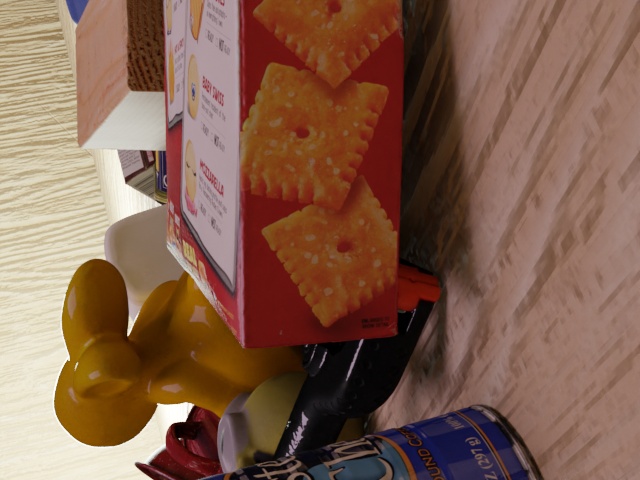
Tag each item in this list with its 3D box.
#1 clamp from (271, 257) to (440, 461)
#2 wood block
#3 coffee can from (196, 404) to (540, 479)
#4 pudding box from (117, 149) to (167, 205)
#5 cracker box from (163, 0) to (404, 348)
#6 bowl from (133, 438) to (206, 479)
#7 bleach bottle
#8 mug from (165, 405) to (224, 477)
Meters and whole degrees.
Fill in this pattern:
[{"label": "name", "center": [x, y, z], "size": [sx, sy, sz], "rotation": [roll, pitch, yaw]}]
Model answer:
[{"label": "clamp", "center": [0.008, 0.047, 0.521], "size": [0.172, 0.039, 0.120], "rotation": [125, 147, -46]}, {"label": "wood block", "center": [-0.091, -0.113, 0.649], "size": [0.206, 0.090, 0.090], "rotation": [170, 98, -70]}, {"label": "coffee can", "center": [0.010, 0.130, 0.415], "size": [0.103, 0.140, 0.103], "rotation": [168, 90, -77]}, {"label": "pudding box", "center": [-0.141, -0.077, 0.961], "size": [0.113, 0.039, 0.090], "rotation": [38, -151, -61]}, {"label": "cracker box", "center": [-0.020, -0.081, 0.447], "size": [0.164, 0.072, 0.214], "rotation": [-144, 53, -68]}, {"label": "bowl", "center": [-0.075, 0.206, 0.902], "size": [0.162, 0.055, 0.162], "rotation": [27, 161, 10]}, {"label": "bleach bottle", "center": [-0.116, 0.048, 0.860], "size": [0.251, 0.102, 0.068], "rotation": [111, 138, -67]}, {"label": "mug", "center": [-0.054, 0.152, 0.764], "size": [0.082, 0.117, 0.093], "rotation": [44, 115, 59]}]
